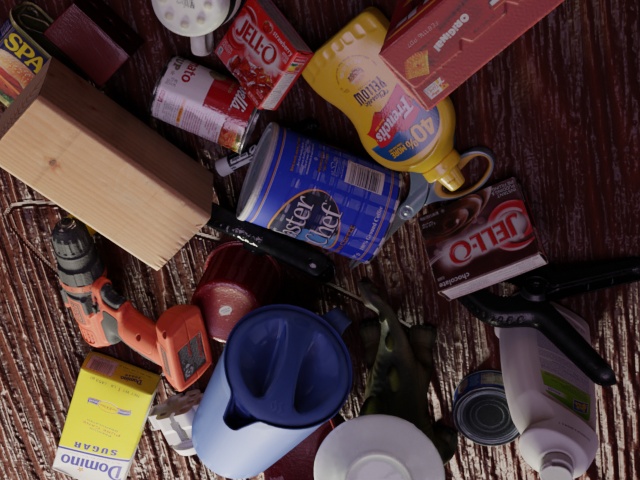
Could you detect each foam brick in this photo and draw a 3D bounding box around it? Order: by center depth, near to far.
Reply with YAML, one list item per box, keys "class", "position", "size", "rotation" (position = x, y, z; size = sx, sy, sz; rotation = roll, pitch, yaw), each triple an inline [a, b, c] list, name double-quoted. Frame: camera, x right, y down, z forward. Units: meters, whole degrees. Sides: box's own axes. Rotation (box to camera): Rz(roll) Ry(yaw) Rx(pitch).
- class: "foam brick"
  position: [-0.227, -0.203, 1.072]
  size: [0.078, 0.053, 0.051]
  rotation: [43, 117, -14]

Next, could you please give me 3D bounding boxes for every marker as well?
- class: "marker"
  position: [-0.055, -0.098, 1.114]
  size: [0.121, 0.020, 0.020]
  rotation: [-23, 111, 21]

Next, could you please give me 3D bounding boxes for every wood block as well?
- class: "wood block"
  position: [-0.215, -0.074, 1.069]
  size: [0.206, 0.090, 0.091]
  rotation: [37, 115, -25]

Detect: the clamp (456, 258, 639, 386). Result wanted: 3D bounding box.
- class: "clamp"
  position: [0.221, 0.066, 1.084]
  size: [0.210, 0.164, 0.036]
  rotation: [9, 136, 16]

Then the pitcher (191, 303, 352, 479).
- class: "pitcher"
  position: [-0.057, 0.169, 1.153]
  size: [0.149, 0.145, 0.243]
  rotation: [4, 152, -17]

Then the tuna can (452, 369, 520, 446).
- class: "tuna can"
  position: [0.193, 0.191, 1.212]
  size: [0.086, 0.033, 0.086]
  rotation: [5, 119, 9]

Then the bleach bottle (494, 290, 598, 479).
- class: "bleach bottle"
  position: [0.223, 0.150, 1.059]
  size: [0.102, 0.250, 0.068]
  rotation: [25, 119, -3]

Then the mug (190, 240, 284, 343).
- class: "mug"
  position: [-0.084, 0.066, 1.171]
  size: [0.117, 0.081, 0.093]
  rotation: [34, 119, -8]

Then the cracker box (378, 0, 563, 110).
- class: "cracker box"
  position: [0.137, -0.219, 0.899]
  size: [0.164, 0.213, 0.072]
  rotation: [-39, 105, 26]

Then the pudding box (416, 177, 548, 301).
- class: "pudding box"
  position: [0.163, -0.001, 1.080]
  size: [0.114, 0.090, 0.039]
  rotation: [-24, 149, 20]

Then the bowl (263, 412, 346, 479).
- class: "bowl"
  position: [-0.003, 0.255, 1.241]
  size: [0.055, 0.162, 0.162]
  rotation: [6, 126, -34]

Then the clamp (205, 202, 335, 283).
- class: "clamp"
  position: [-0.057, 0.001, 1.139]
  size: [0.172, 0.120, 0.039]
  rotation: [28, 81, 17]

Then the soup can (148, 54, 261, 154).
- class: "soup can"
  position: [-0.114, -0.137, 1.076]
  size: [0.102, 0.068, 0.069]
  rotation: [23, 120, -1]

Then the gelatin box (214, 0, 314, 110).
- class: "gelatin box"
  position: [-0.056, -0.183, 1.037]
  size: [0.073, 0.030, 0.089]
  rotation: [-51, 61, 30]

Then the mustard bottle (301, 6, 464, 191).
- class: "mustard bottle"
  position: [0.075, -0.126, 1.040]
  size: [0.096, 0.058, 0.191]
  rotation: [-37, 99, 25]

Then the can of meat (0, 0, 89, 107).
- class: "can of meat"
  position: [-0.296, -0.179, 1.097]
  size: [0.102, 0.057, 0.084]
  rotation: [44, 119, -13]

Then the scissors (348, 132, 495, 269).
- class: "scissors"
  position: [0.085, -0.051, 1.113]
  size: [0.202, 0.016, 0.096]
  rotation: [-30, 107, 23]

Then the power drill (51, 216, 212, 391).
- class: "power drill"
  position: [-0.209, 0.071, 1.161]
  size: [0.188, 0.057, 0.184]
  rotation: [26, 144, 31]

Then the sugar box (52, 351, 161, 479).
- class: "sugar box"
  position: [-0.265, 0.226, 1.314]
  size: [0.093, 0.048, 0.176]
  rotation: [21, 119, -1]

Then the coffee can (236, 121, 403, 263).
- class: "coffee can"
  position: [-0.002, -0.047, 1.070]
  size: [0.140, 0.103, 0.103]
  rotation: [20, 120, -11]
